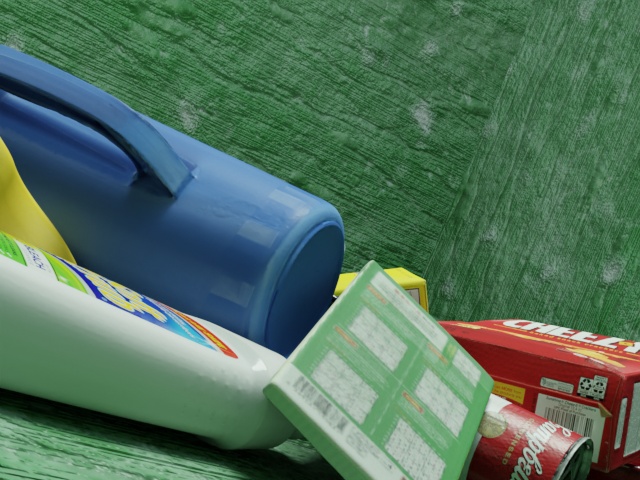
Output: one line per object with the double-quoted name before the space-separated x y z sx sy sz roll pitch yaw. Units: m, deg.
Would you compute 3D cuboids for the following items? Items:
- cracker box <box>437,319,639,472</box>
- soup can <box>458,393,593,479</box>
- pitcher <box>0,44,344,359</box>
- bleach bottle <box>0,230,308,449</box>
"cracker box" 0.168 0.103 0.786 0.164 0.072 0.213 11 3 31
"soup can" 0.106 0.131 0.657 0.102 0.068 0.068 23 1 30
"pitcher" -0.113 -0.019 0.646 0.243 0.145 0.149 23 11 21
"bleach bottle" -0.103 0.049 0.516 0.250 0.068 0.103 25 2 -34
